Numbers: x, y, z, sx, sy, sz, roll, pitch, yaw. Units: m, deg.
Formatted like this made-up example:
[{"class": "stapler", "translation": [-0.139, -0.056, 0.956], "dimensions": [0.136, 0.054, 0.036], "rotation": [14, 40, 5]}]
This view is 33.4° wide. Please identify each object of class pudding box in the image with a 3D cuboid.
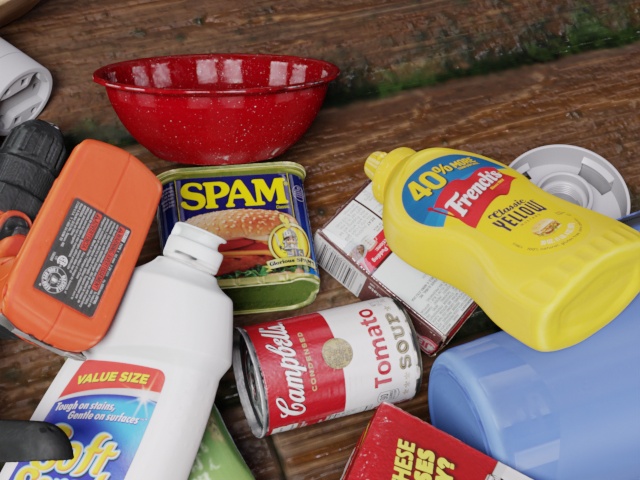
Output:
[{"class": "pudding box", "translation": [0.062, 0.008, 0.716], "dimensions": [0.113, 0.039, 0.090], "rotation": [40, 62, 9]}]

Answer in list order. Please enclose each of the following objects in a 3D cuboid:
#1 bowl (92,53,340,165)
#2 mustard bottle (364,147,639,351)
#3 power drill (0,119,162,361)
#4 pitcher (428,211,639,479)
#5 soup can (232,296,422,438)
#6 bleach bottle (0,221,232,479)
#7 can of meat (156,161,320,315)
[{"class": "bowl", "translation": [-0.067, -0.086, 0.704], "dimensions": [0.162, 0.162, 0.055], "rotation": [-5, 108, -13]}, {"class": "mustard bottle", "translation": [0.095, -0.010, 0.647], "dimensions": [0.096, 0.058, 0.192], "rotation": [-29, 43, -27]}, {"class": "power drill", "translation": [-0.162, -0.001, 0.602], "dimensions": [0.057, 0.188, 0.184], "rotation": [30, 67, -29]}, {"class": "pitcher", "translation": [0.191, 0.079, 0.655], "dimensions": [0.242, 0.145, 0.149], "rotation": [-14, 26, -14]}, {"class": "soup can", "translation": [0.003, 0.076, 0.654], "dimensions": [0.102, 0.069, 0.068], "rotation": [-11, 66, -16]}, {"class": "bleach bottle", "translation": [-0.115, 0.109, 0.555], "dimensions": [0.103, 0.068, 0.251], "rotation": [18, 82, 28]}, {"class": "can of meat", "translation": [-0.055, 0.001, 0.689], "dimensions": [0.102, 0.057, 0.084], "rotation": [-4, 66, -13]}]
